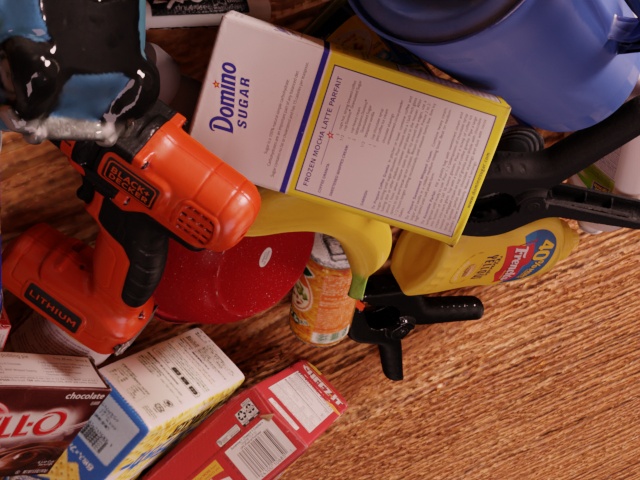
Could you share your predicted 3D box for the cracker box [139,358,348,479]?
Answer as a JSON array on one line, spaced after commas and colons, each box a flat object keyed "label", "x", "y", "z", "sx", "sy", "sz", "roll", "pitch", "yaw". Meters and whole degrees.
[{"label": "cracker box", "x": -0.071, "y": 0.184, "z": 0.911, "sx": 0.164, "sy": 0.072, "sz": 0.213, "roll": -42, "pitch": 173, "yaw": 7}]

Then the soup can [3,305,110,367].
[{"label": "soup can", "x": -0.181, "y": 0.066, "z": 0.769, "sx": 0.102, "sy": 0.068, "sz": 0.068, "roll": -45, "pitch": 143, "yaw": 17}]

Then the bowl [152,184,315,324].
[{"label": "bowl", "x": -0.055, "y": 0.001, "z": 0.754, "sx": 0.161, "sy": 0.055, "sz": 0.162, "roll": -30, "pitch": 137, "yaw": -33}]

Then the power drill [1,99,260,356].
[{"label": "power drill", "x": -0.143, "y": -0.022, "z": 0.645, "sx": 0.057, "sy": 0.184, "sz": 0.188, "roll": -53, "pitch": 179, "yaw": -42}]

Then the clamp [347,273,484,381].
[{"label": "clamp", "x": 0.066, "y": 0.080, "z": 1.000, "sx": 0.171, "sy": 0.039, "sz": 0.120, "roll": 22, "pitch": 115, "yaw": -42}]

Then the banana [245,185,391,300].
[{"label": "banana", "x": 0.003, "y": -0.009, "z": 0.731, "sx": 0.197, "sy": 0.037, "sz": 0.069, "roll": 31, "pitch": 83, "yaw": -56}]

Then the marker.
[{"label": "marker", "x": -0.087, "y": -0.136, "z": 0.639, "sx": 0.120, "sy": 0.020, "sz": 0.020, "roll": -9, "pitch": 139, "yaw": -29}]

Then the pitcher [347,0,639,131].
[{"label": "pitcher", "x": 0.132, "y": -0.146, "z": 0.670, "sx": 0.145, "sy": 0.149, "sz": 0.242, "roll": -35, "pitch": 155, "yaw": 21}]

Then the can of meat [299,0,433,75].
[{"label": "can of meat", "x": 0.019, "y": -0.100, "z": 0.705, "sx": 0.102, "sy": 0.084, "sz": 0.057, "roll": -43, "pitch": 143, "yaw": 14}]

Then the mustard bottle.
[{"label": "mustard bottle", "x": 0.161, "y": 0.003, "z": 0.960, "sx": 0.191, "sy": 0.058, "sz": 0.096, "roll": -4, "pitch": 142, "yaw": -34}]

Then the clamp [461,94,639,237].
[{"label": "clamp", "x": 0.166, "y": -0.047, "z": 0.824, "sx": 0.210, "sy": 0.036, "sz": 0.164, "roll": -7, "pitch": 147, "yaw": 3}]

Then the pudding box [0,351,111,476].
[{"label": "pudding box", "x": -0.209, "y": 0.116, "z": 0.705, "sx": 0.090, "sy": 0.039, "sz": 0.113, "roll": -50, "pitch": 149, "yaw": 21}]

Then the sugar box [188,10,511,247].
[{"label": "sugar box", "x": 0.014, "y": -0.067, "z": 0.641, "sx": 0.176, "sy": 0.048, "sz": 0.093, "roll": 18, "pitch": 107, "yaw": -3}]
